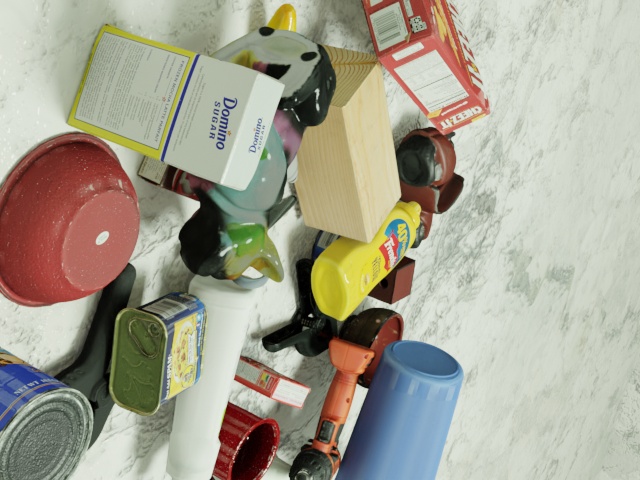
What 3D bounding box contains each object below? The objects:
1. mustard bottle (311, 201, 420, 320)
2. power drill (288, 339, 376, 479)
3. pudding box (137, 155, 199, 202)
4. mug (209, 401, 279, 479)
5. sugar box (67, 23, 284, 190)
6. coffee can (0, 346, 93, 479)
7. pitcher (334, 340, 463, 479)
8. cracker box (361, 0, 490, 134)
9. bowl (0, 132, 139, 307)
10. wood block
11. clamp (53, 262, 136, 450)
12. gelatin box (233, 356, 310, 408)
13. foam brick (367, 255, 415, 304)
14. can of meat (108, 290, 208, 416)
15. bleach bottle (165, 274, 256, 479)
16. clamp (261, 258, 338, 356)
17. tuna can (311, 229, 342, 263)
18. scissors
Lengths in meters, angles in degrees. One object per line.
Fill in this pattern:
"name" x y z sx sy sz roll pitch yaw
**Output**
"mustard bottle" 0.065 0.008 1.309 0.191 0.058 0.096 -43 143 -37
"power drill" 0.012 0.218 1.330 0.184 0.057 0.187 25 83 -82
"pudding box" -0.117 -0.097 1.025 0.089 0.039 0.113 20 92 -60
"mug" -0.108 0.242 1.231 0.093 0.082 0.117 -23 129 -51
"sugar box" -0.120 -0.110 0.869 0.048 0.176 0.093 13 98 -60
"coffee can" -0.264 0.135 0.837 0.102 0.140 0.103 -37 139 -42
"pitcher" 0.100 0.252 1.404 0.144 0.149 0.243 -17 128 -54
"cracker box" 0.112 -0.237 1.191 0.213 0.072 0.164 34 39 -60
"bowl" -0.207 -0.008 0.921 0.161 0.055 0.162 -38 139 -42
"wood block" 0.022 -0.106 1.191 0.090 0.091 0.206 -55 149 -33
"clamp" -0.219 0.131 1.017 0.209 0.036 0.164 -50 145 -35
"gelatin box" -0.062 0.166 1.263 0.030 0.073 0.089 -65 151 -4
"foam brick" 0.078 0.043 1.408 0.051 0.078 0.053 -22 126 -51
"can of meat" -0.153 0.105 1.026 0.083 0.057 0.102 -25 127 -62
"bleach bottle" -0.123 0.161 1.127 0.102 0.068 0.251 -76 178 -80
"clamp" -0.021 0.108 1.327 0.120 0.039 0.171 -56 149 -17
"tuna can" 0.026 0.011 1.342 0.086 0.034 0.086 -38 139 -42
"scissors" -0.058 0.001 1.146 0.201 0.096 0.016 -24 143 -47
